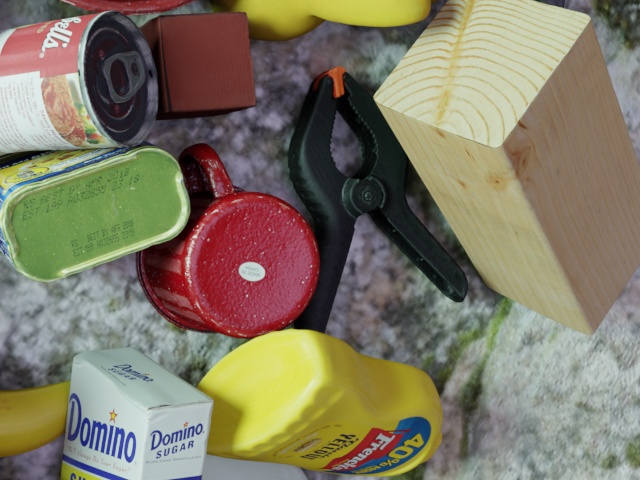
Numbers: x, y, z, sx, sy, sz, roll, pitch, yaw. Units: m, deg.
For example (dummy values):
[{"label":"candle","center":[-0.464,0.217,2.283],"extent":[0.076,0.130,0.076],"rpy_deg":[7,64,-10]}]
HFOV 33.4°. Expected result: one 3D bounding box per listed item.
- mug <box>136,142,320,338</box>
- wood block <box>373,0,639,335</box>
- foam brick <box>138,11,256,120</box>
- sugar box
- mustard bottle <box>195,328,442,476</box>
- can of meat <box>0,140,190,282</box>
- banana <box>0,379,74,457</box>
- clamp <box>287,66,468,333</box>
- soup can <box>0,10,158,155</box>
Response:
[{"label":"mug","center":[-0.054,0.001,0.614],"extent":[0.093,0.082,0.117],"rpy_deg":[-17,99,-22]},{"label":"wood block","center":[0.125,-0.041,0.636],"extent":[0.090,0.090,0.206],"rpy_deg":[-52,140,-12]},{"label":"foam brick","center":[-0.074,-0.097,0.602],"extent":[0.051,0.078,0.053],"rpy_deg":[-7,95,-22]},{"label":"sugar box","center":[-0.107,0.155,0.575],"extent":[0.048,0.093,0.176],"rpy_deg":[-2,104,-37]},{"label":"mustard bottle","center":[0.018,0.105,0.638],"extent":[0.191,0.096,0.058],"rpy_deg":[24,39,-50]},{"label":"can of meat","center":[-0.129,-0.022,0.575],"extent":[0.102,0.084,0.057],"rpy_deg":[-22,111,-21]},{"label":"banana","center":[-0.213,0.079,0.577],"extent":[0.197,0.037,0.069],"rpy_deg":[16,64,-25]},{"label":"clamp","center":[0.016,-0.019,0.667],"extent":[0.120,0.039,0.171],"rpy_deg":[-25,96,-26]},{"label":"soup can","center":[-0.145,-0.078,0.551],"extent":[0.068,0.102,0.068],"rpy_deg":[-3,90,-67]}]
